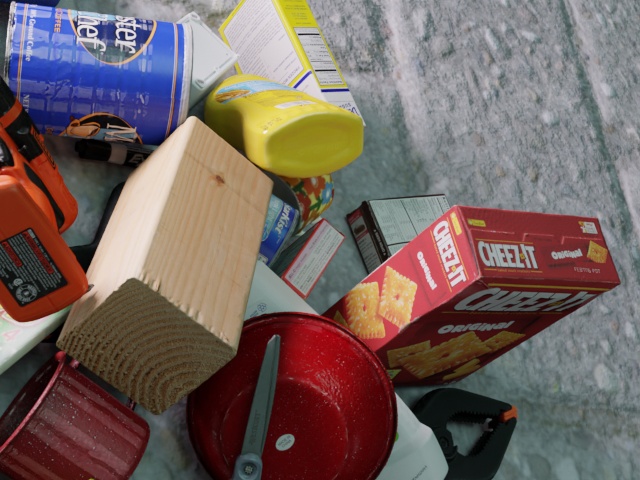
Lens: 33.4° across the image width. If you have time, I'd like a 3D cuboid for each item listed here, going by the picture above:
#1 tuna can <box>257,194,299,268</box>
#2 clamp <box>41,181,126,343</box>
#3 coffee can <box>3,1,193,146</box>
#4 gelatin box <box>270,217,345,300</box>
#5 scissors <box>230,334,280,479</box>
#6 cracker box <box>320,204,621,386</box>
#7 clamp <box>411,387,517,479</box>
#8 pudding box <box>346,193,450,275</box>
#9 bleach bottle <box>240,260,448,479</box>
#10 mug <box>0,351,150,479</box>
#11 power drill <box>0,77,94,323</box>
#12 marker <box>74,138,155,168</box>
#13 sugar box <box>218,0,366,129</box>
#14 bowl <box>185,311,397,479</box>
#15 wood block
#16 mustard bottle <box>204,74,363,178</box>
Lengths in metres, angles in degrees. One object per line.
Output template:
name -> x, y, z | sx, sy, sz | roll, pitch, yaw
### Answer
tuna can -> -0.056, 0.001, 0.898 | 0.033, 0.086, 0.086 | 34, 47, -12
clamp -> -0.156, 0.036, 0.835 | 0.120, 0.039, 0.171 | 41, 45, -3
coffee can -> -0.179, -0.131, 0.856 | 0.140, 0.103, 0.103 | 5, 58, -15
gelatin box -> -0.024, 0.031, 0.910 | 0.030, 0.073, 0.089 | 41, 45, -8
scissors -> -0.070, 0.167, 0.748 | 0.096, 0.016, 0.202 | -4, 99, -6
cracker box -> 0.117, 0.055, 0.900 | 0.163, 0.214, 0.072 | 3, 61, -36
clamp -> 0.089, 0.174, 0.927 | 0.209, 0.036, 0.164 | -23, 78, -39
pudding box -> 0.090, 0.003, 1.040 | 0.113, 0.039, 0.090 | -5, 65, -40
bleach bottle -> 0.005, 0.136, 0.837 | 0.251, 0.102, 0.068 | 46, 9, -1
mug -> -0.166, 0.127, 0.730 | 0.081, 0.093, 0.117 | 39, 53, -16
power drill -> -0.217, -0.046, 0.729 | 0.184, 0.057, 0.188 | 62, 0, -35
marker -> -0.153, -0.070, 0.919 | 0.120, 0.020, 0.020 | 9, 57, -33
sugar box -> -0.029, -0.156, 1.016 | 0.048, 0.093, 0.176 | -13, 71, -42
bowl -> -0.024, 0.136, 0.781 | 0.162, 0.162, 0.055 | 45, 10, -4
wood block -> -0.105, 0.012, 0.779 | 0.090, 0.090, 0.206 | 39, 30, -20
mustard bottle -> -0.048, -0.107, 0.934 | 0.096, 0.058, 0.192 | -13, 25, -25
